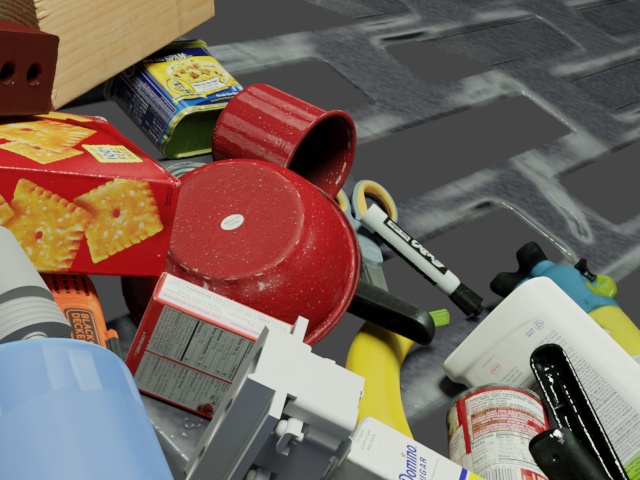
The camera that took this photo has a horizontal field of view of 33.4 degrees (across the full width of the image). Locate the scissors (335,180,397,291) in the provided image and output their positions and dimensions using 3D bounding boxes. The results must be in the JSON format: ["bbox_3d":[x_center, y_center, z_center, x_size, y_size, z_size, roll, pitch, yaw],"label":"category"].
[{"bbox_3d":[0.022,0.004,0.844,0.096,0.016,0.201,22,33,-7],"label":"scissors"}]

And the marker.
[{"bbox_3d":[0.081,0.017,0.845,0.121,0.020,0.020,41,34,2],"label":"marker"}]

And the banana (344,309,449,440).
[{"bbox_3d":[0.048,0.101,0.700,0.069,0.037,0.197,4,38,7],"label":"banana"}]

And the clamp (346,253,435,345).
[{"bbox_3d":[-0.010,0.040,0.736,0.120,0.039,0.172,-21,36,-15],"label":"clamp"}]

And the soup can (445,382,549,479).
[{"bbox_3d":[0.114,0.148,0.665,0.068,0.069,0.102,20,34,-10],"label":"soup can"}]

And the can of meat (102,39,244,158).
[{"bbox_3d":[-0.112,-0.116,0.879,0.101,0.058,0.084,-17,55,-46],"label":"can of meat"}]

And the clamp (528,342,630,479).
[{"bbox_3d":[0.181,0.163,0.642,0.210,0.036,0.164,57,17,-11],"label":"clamp"}]

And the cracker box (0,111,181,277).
[{"bbox_3d":[-0.214,-0.040,0.645,0.213,0.072,0.164,5,17,-31],"label":"cracker box"}]

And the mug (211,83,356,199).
[{"bbox_3d":[-0.024,-0.076,0.847,0.082,0.093,0.117,28,32,29],"label":"mug"}]

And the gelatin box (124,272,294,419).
[{"bbox_3d":[-0.067,0.068,0.642,0.089,0.073,0.030,22,34,-7],"label":"gelatin box"}]

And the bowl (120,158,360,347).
[{"bbox_3d":[-0.055,0.001,0.694,0.162,0.055,0.162,-1,56,2],"label":"bowl"}]

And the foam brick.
[{"bbox_3d":[-0.207,-0.107,0.650,0.051,0.053,0.078,20,17,26],"label":"foam brick"}]

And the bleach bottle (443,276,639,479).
[{"bbox_3d":[0.202,0.145,0.719,0.251,0.103,0.068,49,24,20],"label":"bleach bottle"}]

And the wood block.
[{"bbox_3d":[-0.175,-0.183,0.810,0.090,0.091,0.205,15,35,25],"label":"wood block"}]
